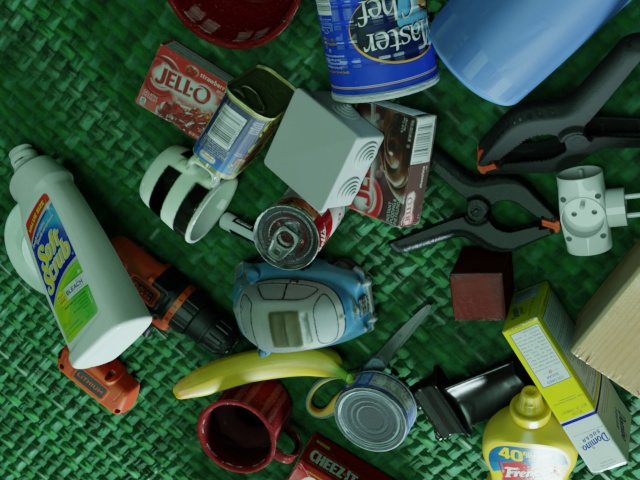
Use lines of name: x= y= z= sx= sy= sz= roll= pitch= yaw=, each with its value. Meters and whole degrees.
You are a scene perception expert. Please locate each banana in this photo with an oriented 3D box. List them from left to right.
banana: x=-0.061 y=0.140 z=1.171 sx=0.198 sy=0.069 sz=0.037 roll=-8 pitch=102 yaw=4

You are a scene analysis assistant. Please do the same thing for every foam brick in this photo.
foam brick: x=0.162 y=0.042 z=1.060 sx=0.053 sy=0.078 sz=0.051 roll=-1 pitch=110 yaw=18

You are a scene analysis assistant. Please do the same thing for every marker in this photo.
marker: x=-0.057 y=0.001 z=1.124 sx=0.121 sy=0.020 sz=0.020 roll=27 pitch=120 yaw=31

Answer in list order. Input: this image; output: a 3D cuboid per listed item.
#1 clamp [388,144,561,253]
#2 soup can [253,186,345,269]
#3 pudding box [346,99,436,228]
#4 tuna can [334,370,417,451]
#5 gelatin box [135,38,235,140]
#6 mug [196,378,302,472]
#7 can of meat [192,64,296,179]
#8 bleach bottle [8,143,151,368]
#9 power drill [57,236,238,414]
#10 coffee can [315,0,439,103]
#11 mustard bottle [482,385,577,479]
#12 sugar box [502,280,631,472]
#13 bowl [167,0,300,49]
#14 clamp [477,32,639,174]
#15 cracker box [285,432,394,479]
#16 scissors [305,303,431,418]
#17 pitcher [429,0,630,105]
clamp: x=0.151 y=-0.042 z=1.052 sx=0.171 sy=0.039 sz=0.120 roll=3 pitch=110 yaw=13
soup can: x=-0.019 y=-0.021 z=1.080 sx=0.068 sy=0.102 sz=0.068 roll=7 pitch=113 yaw=15
pudding box: x=0.062 y=-0.079 z=1.041 sx=0.090 sy=0.039 sz=0.113 roll=23 pitch=112 yaw=38
tuna can: x=0.059 y=0.185 z=1.155 sx=0.086 sy=0.033 sz=0.086 roll=11 pitch=120 yaw=19
gelatin box: x=-0.138 y=-0.154 z=1.104 sx=0.089 sy=0.030 sz=0.073 roll=32 pitch=118 yaw=3
mug: x=-0.071 y=0.207 z=1.204 sx=0.117 sy=0.081 sz=0.093 roll=31 pitch=118 yaw=4
can of meat: x=-0.075 y=-0.117 z=1.060 sx=0.057 sy=0.102 sz=0.084 roll=37 pitch=120 yaw=1
bleach bottle: x=-0.279 y=0.008 z=1.165 sx=0.103 sy=0.067 sz=0.251 roll=-42 pitch=70 yaw=32
power drill: x=-0.204 y=0.111 z=1.224 sx=0.184 sy=0.057 sz=0.188 roll=39 pitch=115 yaw=4
coffee can: x=0.048 y=-0.208 z=0.980 sx=0.103 sy=0.102 sz=0.140 roll=-4 pitch=110 yaw=20
mustard bottle: x=0.216 y=0.221 z=1.101 sx=0.096 sy=0.058 sz=0.191 roll=4 pitch=129 yaw=15
sugar box: x=0.247 y=0.135 z=1.062 sx=0.048 sy=0.093 sz=0.176 roll=-26 pitch=101 yaw=26
bowl: x=-0.076 y=-0.267 z=1.015 sx=0.162 sy=0.055 sz=0.162 roll=11 pitch=117 yaw=24
clamp: x=0.231 y=-0.110 z=0.964 sx=0.210 sy=0.036 sz=0.164 roll=-14 pitch=144 yaw=29
cracker box: x=0.008 y=0.356 z=1.245 sx=0.164 sy=0.072 sz=0.214 roll=30 pitch=117 yaw=4
scissors: x=0.070 y=0.153 z=1.172 sx=0.202 sy=0.016 sz=0.096 roll=-35 pitch=100 yaw=28
pitcher: x=0.201 y=-0.241 z=0.911 sx=0.145 sy=0.149 sz=0.243 roll=32 pitch=123 yaw=-18
